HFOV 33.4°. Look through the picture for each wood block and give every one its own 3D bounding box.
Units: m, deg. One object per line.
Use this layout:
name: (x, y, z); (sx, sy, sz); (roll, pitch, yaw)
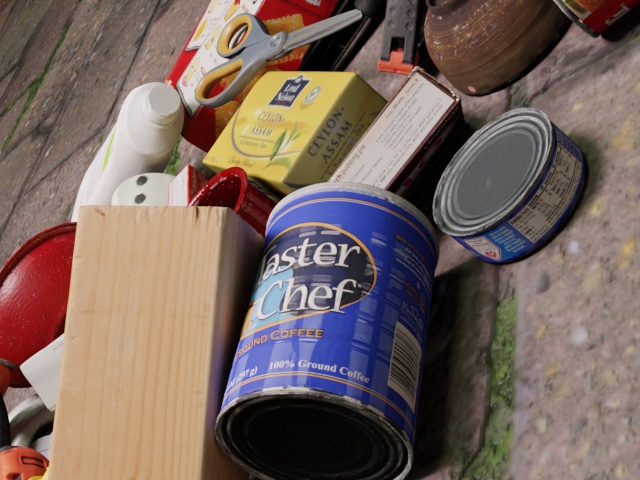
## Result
wood block: (-0.090, 0.090, 0.599); (0.091, 0.090, 0.206); (2, 78, 13)

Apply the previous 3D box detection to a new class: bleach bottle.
bleach bottle: (-0.175, -0.069, 0.990); (0.251, 0.068, 0.102); (139, 142, -61)

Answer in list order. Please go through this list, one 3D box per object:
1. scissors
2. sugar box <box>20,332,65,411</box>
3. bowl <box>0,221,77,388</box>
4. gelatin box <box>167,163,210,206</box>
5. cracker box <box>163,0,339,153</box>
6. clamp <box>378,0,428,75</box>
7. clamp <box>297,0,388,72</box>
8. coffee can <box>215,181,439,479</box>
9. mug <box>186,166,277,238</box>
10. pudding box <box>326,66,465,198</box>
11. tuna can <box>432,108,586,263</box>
scissors: (-0.035, -0.170, 0.866); (0.202, 0.016, 0.096); (-26, 48, 41)
sugar box: (-0.141, 0.058, 0.799); (0.093, 0.048, 0.176); (-33, 3, 19)
bowl: (-0.218, 0.067, 0.933); (0.055, 0.162, 0.162); (26, 79, 28)
gelatin box: (-0.086, -0.012, 0.853); (0.030, 0.073, 0.089); (-44, 27, 20)
cracker box: (-0.067, -0.190, 1.017); (0.214, 0.072, 0.164); (-58, 25, 6)
clamp: (0.075, -0.206, 0.799); (0.039, 0.120, 0.171); (4, 58, 19)
clamp: (0.048, -0.218, 0.897); (0.210, 0.036, 0.165); (-60, 11, -22)
coffee can: (0.008, 0.053, 0.583); (0.103, 0.102, 0.140); (-31, 34, 39)
mug: (-0.055, 0.001, 0.775); (0.093, 0.081, 0.117); (-44, 27, 19)
pudding box: (0.043, -0.048, 0.675); (0.113, 0.039, 0.090); (-54, -8, 4)
tuna can: (0.106, -0.030, 0.598); (0.086, 0.033, 0.086); (-40, 29, 27)
